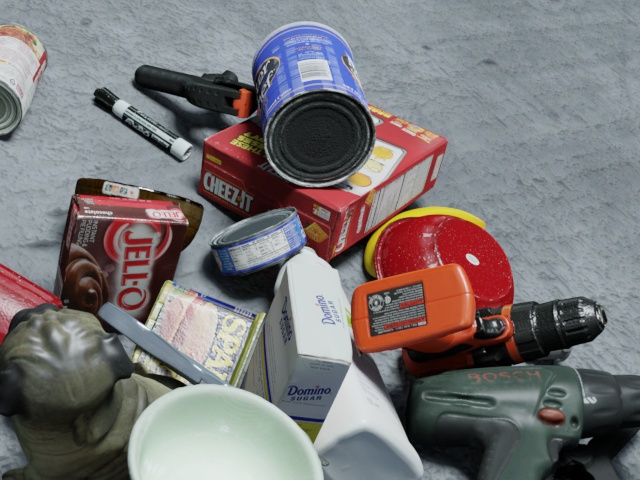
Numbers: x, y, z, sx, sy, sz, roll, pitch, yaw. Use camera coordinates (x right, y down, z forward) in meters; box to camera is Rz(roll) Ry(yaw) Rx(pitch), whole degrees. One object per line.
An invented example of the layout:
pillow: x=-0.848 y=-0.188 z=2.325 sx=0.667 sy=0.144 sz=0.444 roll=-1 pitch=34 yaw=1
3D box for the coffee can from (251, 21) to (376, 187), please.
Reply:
coffee can: x=-0.009 y=-0.131 z=1.007 sx=0.102 sy=0.103 sz=0.140 roll=12 pitch=33 yaw=-17

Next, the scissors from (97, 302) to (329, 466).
scissors: x=-0.083 y=0.091 z=0.723 sx=0.202 sy=0.016 sz=0.096 roll=24 pitch=-14 yaw=46

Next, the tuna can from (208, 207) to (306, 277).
tuna can: x=-0.056 y=0.001 z=0.970 sx=0.086 sy=0.086 sz=0.034 roll=-35 pitch=109 yaw=-49

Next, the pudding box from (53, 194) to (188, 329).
pudding box: x=-0.164 y=0.019 z=0.863 sx=0.089 sy=0.114 sz=0.039 roll=4 pitch=35 yaw=-25

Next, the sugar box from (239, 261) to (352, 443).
sugar box: x=-0.026 y=0.111 z=0.779 sx=0.048 sy=0.176 sz=0.093 roll=11 pitch=39 yaw=-17

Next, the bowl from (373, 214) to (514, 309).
bowl: x=0.132 y=0.031 z=1.031 sx=0.162 sy=0.055 sz=0.162 roll=19 pitch=48 yaw=-23

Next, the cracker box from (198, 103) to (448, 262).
cracker box: x=0.005 y=-0.075 z=1.089 sx=0.164 sy=0.072 sz=0.213 roll=28 pitch=37 yaw=23

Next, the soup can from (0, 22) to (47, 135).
soup can: x=-0.308 y=-0.155 z=1.029 sx=0.068 sy=0.069 sz=0.102 roll=17 pitch=39 yaw=-11

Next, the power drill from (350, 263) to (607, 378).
power drill: x=0.124 y=0.069 z=0.877 sx=0.187 sy=0.185 sz=0.057 roll=27 pitch=52 yaw=-55

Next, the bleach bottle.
bleach bottle: x=0.011 y=0.097 z=0.901 sx=0.102 sy=0.068 sz=0.251 roll=50 pitch=14 yaw=-37

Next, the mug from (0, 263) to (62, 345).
mug: x=-0.247 y=0.059 z=0.804 sx=0.081 sy=0.093 sz=0.117 roll=30 pitch=1 yaw=-1

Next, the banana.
banana: x=0.099 y=0.000 z=1.100 sx=0.069 sy=0.037 sz=0.197 roll=52 pitch=43 yaw=6

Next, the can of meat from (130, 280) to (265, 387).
can of meat: x=-0.101 y=0.091 z=0.841 sx=0.084 sy=0.057 sz=0.102 roll=21 pitch=64 yaw=-1

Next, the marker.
marker: x=-0.184 y=-0.122 z=1.097 sx=0.121 sy=0.020 sz=0.020 roll=34 pitch=38 yaw=11

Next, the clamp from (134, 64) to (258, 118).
clamp: x=-0.107 y=-0.159 z=1.131 sx=0.120 sy=0.039 sz=0.172 roll=-12 pitch=27 yaw=-36
